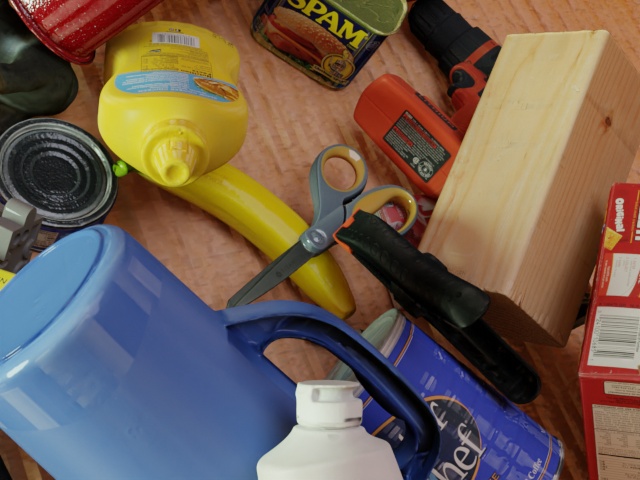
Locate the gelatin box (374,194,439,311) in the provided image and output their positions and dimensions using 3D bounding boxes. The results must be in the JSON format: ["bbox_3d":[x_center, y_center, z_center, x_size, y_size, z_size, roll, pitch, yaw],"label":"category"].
[{"bbox_3d":[0.080,0.007,0.821,0.073,0.030,0.089,-3,64,-32],"label":"gelatin box"}]

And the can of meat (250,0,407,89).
[{"bbox_3d":[0.004,-0.179,0.855,0.102,0.084,0.057,32,51,-9],"label":"can of meat"}]

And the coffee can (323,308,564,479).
[{"bbox_3d":[0.071,0.127,0.696,0.140,0.103,0.102,39,50,-4],"label":"coffee can"}]

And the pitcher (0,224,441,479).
[{"bbox_3d":[-0.057,0.101,0.559,0.242,0.145,0.149,49,47,-26],"label":"pitcher"}]

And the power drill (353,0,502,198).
[{"bbox_3d":[0.109,-0.121,0.884,0.184,0.057,0.187,46,42,10],"label":"power drill"}]

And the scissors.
[{"bbox_3d":[-0.010,-0.016,0.745,0.201,0.016,0.096,-18,67,-41],"label":"scissors"}]

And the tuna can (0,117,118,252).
[{"bbox_3d":[-0.176,-0.037,0.697,0.086,0.034,0.086,14,56,-22],"label":"tuna can"}]

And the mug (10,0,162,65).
[{"bbox_3d":[-0.157,-0.185,0.699,0.117,0.082,0.093,54,18,-17],"label":"mug"}]

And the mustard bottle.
[{"bbox_3d":[-0.097,-0.087,0.702,0.096,0.058,0.191,5,29,-12],"label":"mustard bottle"}]

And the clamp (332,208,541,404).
[{"bbox_3d":[0.072,0.037,0.680,0.039,0.172,0.120,-38,128,-7],"label":"clamp"}]

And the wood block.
[{"bbox_3d":[0.154,-0.039,0.767,0.090,0.090,0.206,38,69,-40],"label":"wood block"}]

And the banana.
[{"bbox_3d":[-0.054,-0.014,0.749,0.197,0.037,0.069,32,44,-16],"label":"banana"}]
